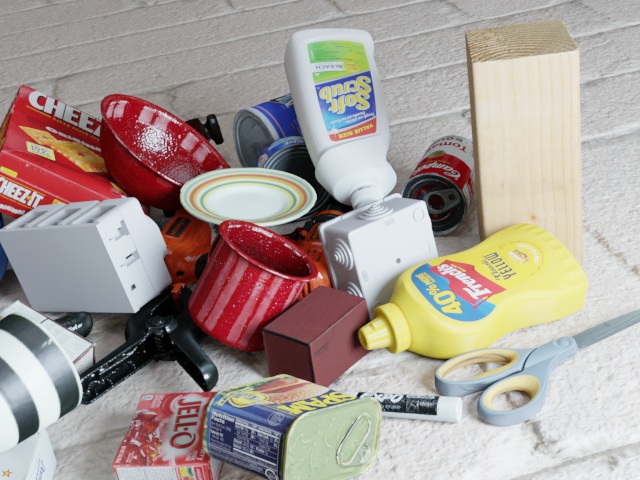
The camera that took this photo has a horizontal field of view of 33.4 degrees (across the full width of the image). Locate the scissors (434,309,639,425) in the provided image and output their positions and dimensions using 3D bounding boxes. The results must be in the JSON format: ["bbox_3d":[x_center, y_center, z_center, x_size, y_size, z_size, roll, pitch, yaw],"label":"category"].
[{"bbox_3d":[0.190,0.097,0.828,0.201,0.016,0.096,-12,29,-7],"label":"scissors"}]

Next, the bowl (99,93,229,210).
[{"bbox_3d":[-0.171,-0.081,1.109,0.162,0.055,0.162,33,21,-15],"label":"bowl"}]

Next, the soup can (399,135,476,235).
[{"bbox_3d":[0.126,-0.058,1.086,0.069,0.068,0.102,2,29,21],"label":"soup can"}]

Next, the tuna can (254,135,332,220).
[{"bbox_3d":[-0.026,-0.067,1.128,0.086,0.086,0.034,-14,26,-9],"label":"tuna can"}]

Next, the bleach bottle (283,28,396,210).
[{"bbox_3d":[0.031,-0.118,1.091,0.102,0.068,0.251,-2,46,-15],"label":"bleach bottle"}]

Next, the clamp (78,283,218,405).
[{"bbox_3d":[-0.146,0.089,0.919,0.120,0.039,0.171,-5,21,-2],"label":"clamp"}]

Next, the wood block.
[{"bbox_3d":[0.184,-0.083,0.964,0.090,0.206,0.091,-6,28,5],"label":"wood block"}]

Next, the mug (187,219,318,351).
[{"bbox_3d":[-0.067,0.034,0.917,0.093,0.081,0.117,13,24,-41],"label":"mug"}]

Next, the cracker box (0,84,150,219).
[{"bbox_3d":[-0.268,-0.077,1.148,0.164,0.072,0.214,25,20,-20],"label":"cracker box"}]

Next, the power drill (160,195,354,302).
[{"bbox_3d":[-0.057,0.001,1.039,0.188,0.057,0.184,-2,25,16],"label":"power drill"}]

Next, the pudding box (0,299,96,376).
[{"bbox_3d":[-0.255,0.108,0.883,0.090,0.039,0.113,27,44,16],"label":"pudding box"}]

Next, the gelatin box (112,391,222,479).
[{"bbox_3d":[-0.108,0.149,0.801,0.073,0.030,0.089,-3,28,10],"label":"gelatin box"}]

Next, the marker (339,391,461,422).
[{"bbox_3d":[0.046,0.125,0.812,0.121,0.020,0.020,1,29,18],"label":"marker"}]

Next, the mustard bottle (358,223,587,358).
[{"bbox_3d":[0.119,0.050,0.890,0.191,0.058,0.096,-20,45,-19],"label":"mustard bottle"}]

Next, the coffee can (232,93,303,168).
[{"bbox_3d":[-0.014,-0.121,1.210,0.140,0.103,0.103,-24,31,-27],"label":"coffee can"}]

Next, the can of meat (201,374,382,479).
[{"bbox_3d":[-0.020,0.134,0.753,0.084,0.057,0.101,11,10,39],"label":"can of meat"}]

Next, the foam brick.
[{"bbox_3d":[-0.001,0.080,0.875,0.051,0.053,0.078,15,35,38],"label":"foam brick"}]
